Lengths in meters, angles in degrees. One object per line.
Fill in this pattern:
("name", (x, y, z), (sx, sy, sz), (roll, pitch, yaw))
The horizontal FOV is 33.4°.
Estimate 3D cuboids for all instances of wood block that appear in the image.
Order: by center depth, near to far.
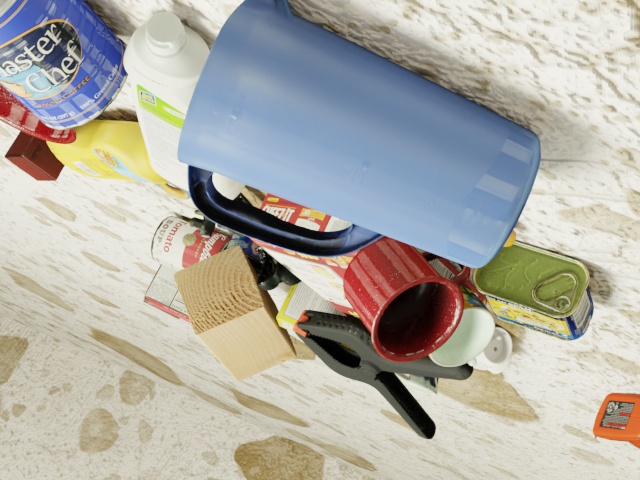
("wood block", (-0.104, 0.097, 1.352), (0.206, 0.091, 0.090), (66, 180, -65))

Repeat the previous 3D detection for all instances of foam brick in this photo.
("foam brick", (-0.316, -0.114, 1.231), (0.053, 0.078, 0.051), (40, 159, -32))

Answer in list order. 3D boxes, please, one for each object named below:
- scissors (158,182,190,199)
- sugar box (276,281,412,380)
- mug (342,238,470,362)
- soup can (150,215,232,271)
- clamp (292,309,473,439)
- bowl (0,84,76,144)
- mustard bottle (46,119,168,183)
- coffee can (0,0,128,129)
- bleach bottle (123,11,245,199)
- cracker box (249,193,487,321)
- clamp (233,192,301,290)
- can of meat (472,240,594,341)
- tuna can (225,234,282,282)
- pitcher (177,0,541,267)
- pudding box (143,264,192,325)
("scissors", (-0.143, -0.067, 1.226), (0.202, 0.016, 0.096), (13, 161, 37))
("sugar box", (0.046, 0.093, 1.291), (0.176, 0.093, 0.048), (24, 164, 10))
("mug", (0.082, 0.044, 0.980), (0.082, 0.117, 0.093), (53, 175, 49))
("soup can", (-0.163, 0.014, 1.407), (0.102, 0.068, 0.068), (20, 163, 21))
("clamp", (0.068, 0.136, 1.212), (0.210, 0.036, 0.165), (33, 143, 3))
("bowl", (-0.315, -0.166, 1.110), (0.162, 0.055, 0.162), (24, 163, 7))
("mustard bottle", (-0.209, -0.096, 1.157), (0.192, 0.058, 0.096), (9, 160, 45))
("coffee can", (-0.241, -0.173, 0.895), (0.103, 0.102, 0.140), (15, 160, 34))
("bleach bottle", (-0.117, -0.119, 0.948), (0.102, 0.068, 0.251), (24, 161, 7))
("cracker box", (0.052, 0.028, 1.123), (0.164, 0.072, 0.213), (9, 157, 46))
("clamp", (-0.058, 0.001, 1.208), (0.039, 0.120, 0.171), (-23, 172, 11))
("can of meat", (0.200, 0.048, 0.991), (0.102, 0.057, 0.084), (18, 164, 27))
("tuna can", (-0.077, 0.020, 1.357), (0.086, 0.033, 0.086), (24, 163, 7))
("pitcher", (0.024, -0.064, 0.773), (0.243, 0.145, 0.149), (23, 161, -1))
("pudding box", (-0.179, 0.053, 1.470), (0.090, 0.113, 0.039), (27, 160, -2))
